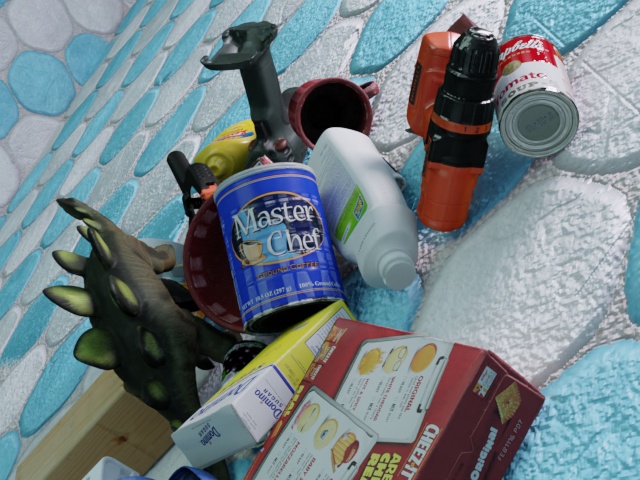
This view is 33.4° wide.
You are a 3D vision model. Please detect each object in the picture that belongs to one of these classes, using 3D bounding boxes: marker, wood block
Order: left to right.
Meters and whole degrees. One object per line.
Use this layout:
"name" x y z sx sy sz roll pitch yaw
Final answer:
"wood block" -0.249 0.234 1.202 0.206 0.090 0.090 -46 23 15
"marker" 0.066 -0.077 1.139 0.020 0.020 0.121 -49 22 8

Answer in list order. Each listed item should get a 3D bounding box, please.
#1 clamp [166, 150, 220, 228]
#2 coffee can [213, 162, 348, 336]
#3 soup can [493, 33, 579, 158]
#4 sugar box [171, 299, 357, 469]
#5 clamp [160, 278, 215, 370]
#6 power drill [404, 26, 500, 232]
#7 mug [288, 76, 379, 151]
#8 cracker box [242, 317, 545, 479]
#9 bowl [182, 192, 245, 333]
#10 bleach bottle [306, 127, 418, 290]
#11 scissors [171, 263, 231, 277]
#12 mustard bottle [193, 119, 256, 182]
"clamp" -0.158 -0.056 1.352 0.210 0.036 0.164 143 114 -71
"coffee can" -0.039 0.010 1.024 0.103 0.102 0.140 -31 65 42
"soup can" 0.182 -0.125 0.918 0.069 0.068 0.102 -41 25 27
"sugar box" -0.043 0.123 0.933 0.094 0.048 0.175 -33 3 43
"clamp" -0.171 0.093 1.248 0.172 0.039 0.120 0 49 25
"power drill" 0.118 -0.125 0.968 0.187 0.057 0.184 -86 5 -61
"mug" 0.017 -0.158 1.279 0.117 0.093 0.081 -34 17 -4
"cracker box" 0.043 0.151 0.775 0.164 0.072 0.214 -59 23 -13
"bowl" -0.063 0.018 1.130 0.162 0.162 0.055 -48 -20 13
"bleach bottle" 0.041 -0.020 1.039 0.251 0.068 0.103 -113 39 -59
"scissors" -0.141 0.034 1.274 0.096 0.016 0.201 -14 5 3
"mustard bottle" -0.118 -0.115 1.427 0.096 0.058 0.191 -16 14 14
